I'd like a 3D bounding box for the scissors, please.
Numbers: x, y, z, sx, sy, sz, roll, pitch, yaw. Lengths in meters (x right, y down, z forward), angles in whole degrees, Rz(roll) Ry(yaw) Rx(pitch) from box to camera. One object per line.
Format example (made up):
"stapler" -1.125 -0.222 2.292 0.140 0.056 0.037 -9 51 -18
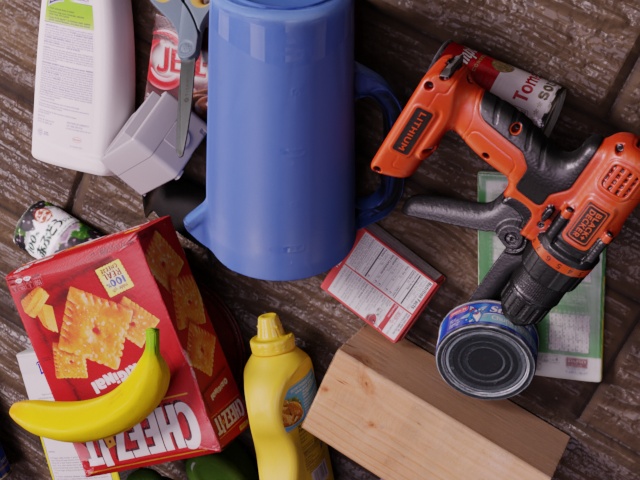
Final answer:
"scissors" -0.130 -0.176 0.936 0.096 0.016 0.202 15 82 22

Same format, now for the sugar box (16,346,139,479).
"sugar box" -0.254 0.193 1.133 0.093 0.048 0.176 -8 98 26

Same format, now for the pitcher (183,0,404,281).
"pitcher" -0.021 -0.098 0.861 0.145 0.149 0.243 26 134 26

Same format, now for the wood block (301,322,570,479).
"wood block" 0.101 0.169 0.940 0.206 0.090 0.090 30 115 14

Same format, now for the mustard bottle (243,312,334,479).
"mustard bottle" -0.033 0.161 0.994 0.058 0.096 0.191 -3 104 25

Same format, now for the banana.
"banana" -0.199 0.145 0.957 0.198 0.037 0.069 -29 76 27

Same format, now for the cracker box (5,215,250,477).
"cracker box" -0.181 0.102 0.995 0.164 0.072 0.214 -16 98 27

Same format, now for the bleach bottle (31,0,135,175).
"bleach bottle" -0.213 -0.193 0.993 0.103 0.068 0.251 14 108 20

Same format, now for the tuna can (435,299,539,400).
"tuna can" 0.140 0.094 0.901 0.086 0.033 0.086 8 126 10

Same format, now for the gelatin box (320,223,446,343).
"gelatin box" 0.056 0.037 0.956 0.089 0.030 0.073 37 115 11

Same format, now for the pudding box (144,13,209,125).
"pudding box" -0.101 -0.150 0.967 0.114 0.039 0.090 18 112 19

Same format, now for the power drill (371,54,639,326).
"power drill" 0.136 -0.039 0.816 0.187 0.057 0.185 32 123 3

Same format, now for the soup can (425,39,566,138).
"soup can" 0.136 -0.111 0.855 0.102 0.068 0.068 26 114 15

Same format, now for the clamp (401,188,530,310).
"clamp" 0.160 0.004 0.879 0.172 0.039 0.120 -11 112 31
